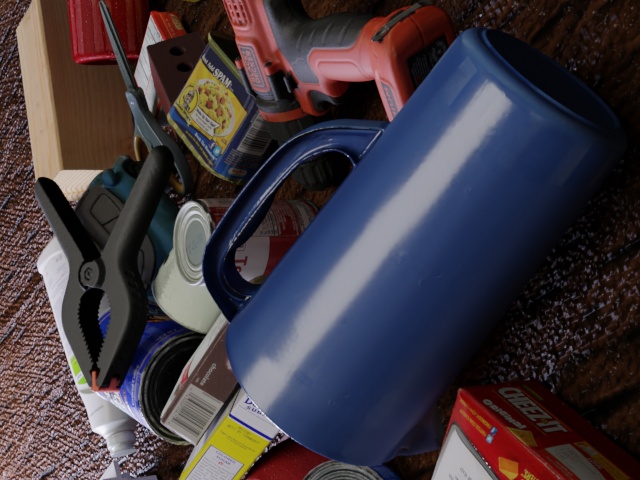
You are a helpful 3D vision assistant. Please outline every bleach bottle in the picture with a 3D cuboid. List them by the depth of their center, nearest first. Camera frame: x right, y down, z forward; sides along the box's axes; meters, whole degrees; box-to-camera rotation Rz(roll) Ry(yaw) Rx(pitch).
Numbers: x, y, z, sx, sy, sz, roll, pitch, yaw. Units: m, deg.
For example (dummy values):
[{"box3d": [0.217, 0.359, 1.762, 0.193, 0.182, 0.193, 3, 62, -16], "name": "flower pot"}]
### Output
[{"box3d": [-0.247, 0.116, 1.171, 0.103, 0.067, 0.251, -43, 58, 49], "name": "bleach bottle"}]

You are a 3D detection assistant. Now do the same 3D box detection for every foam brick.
[{"box3d": [-0.119, -0.139, 0.960, 0.051, 0.053, 0.078, 89, 158, -53], "name": "foam brick"}]

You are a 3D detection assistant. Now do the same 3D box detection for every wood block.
[{"box3d": [-0.266, -0.155, 1.166, 0.090, 0.090, 0.206, -34, 63, 53], "name": "wood block"}]

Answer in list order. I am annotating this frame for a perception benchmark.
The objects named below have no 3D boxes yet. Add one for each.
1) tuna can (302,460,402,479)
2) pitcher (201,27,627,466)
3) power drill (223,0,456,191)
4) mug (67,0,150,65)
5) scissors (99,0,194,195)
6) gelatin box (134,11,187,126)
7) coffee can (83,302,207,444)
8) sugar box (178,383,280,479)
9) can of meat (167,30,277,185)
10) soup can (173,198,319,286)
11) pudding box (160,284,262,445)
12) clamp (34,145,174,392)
[{"box3d": [0.023, 0.196, 0.749, 0.086, 0.033, 0.086, -5, 79, 28], "name": "tuna can"}, {"box3d": [0.050, -0.002, 0.612, 0.243, 0.149, 0.145, -55, 41, 25], "name": "pitcher"}, {"box3d": [0.018, -0.098, 0.724, 0.188, 0.057, 0.184, 19, 141, 46], "name": "power drill"}, {"box3d": [-0.219, -0.223, 1.098, 0.117, 0.093, 0.081, -174, 79, -67], "name": "mug"}, {"box3d": [-0.162, -0.122, 1.011, 0.096, 0.016, 0.202, 31, 140, 39], "name": "scissors"}, {"box3d": [-0.151, -0.167, 1.042, 0.073, 0.030, 0.089, 62, 142, 35], "name": "gelatin box"}, {"box3d": [-0.147, 0.118, 0.978, 0.141, 0.102, 0.103, 15, 103, 56], "name": "coffee can"}, {"box3d": [-0.048, 0.128, 0.841, 0.176, 0.048, 0.093, -52, 8, 42], "name": "sugar box"}, {"box3d": [-0.072, -0.108, 0.877, 0.102, 0.057, 0.084, 51, 118, 34], "name": "can of meat"}, {"box3d": [-0.055, 0.001, 0.835, 0.069, 0.102, 0.068, 2, 92, 57], "name": "soup can"}, {"box3d": [-0.079, 0.094, 0.853, 0.114, 0.039, 0.090, -54, 7, 19], "name": "pudding box"}, {"box3d": [-0.181, 0.023, 0.920, 0.165, 0.036, 0.210, -18, 73, 34], "name": "clamp"}]
